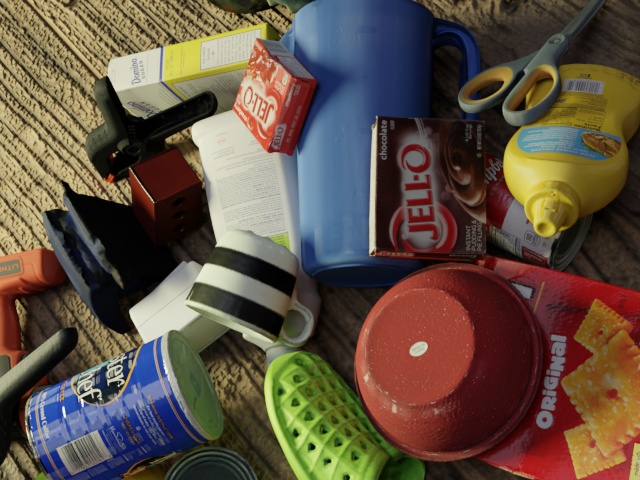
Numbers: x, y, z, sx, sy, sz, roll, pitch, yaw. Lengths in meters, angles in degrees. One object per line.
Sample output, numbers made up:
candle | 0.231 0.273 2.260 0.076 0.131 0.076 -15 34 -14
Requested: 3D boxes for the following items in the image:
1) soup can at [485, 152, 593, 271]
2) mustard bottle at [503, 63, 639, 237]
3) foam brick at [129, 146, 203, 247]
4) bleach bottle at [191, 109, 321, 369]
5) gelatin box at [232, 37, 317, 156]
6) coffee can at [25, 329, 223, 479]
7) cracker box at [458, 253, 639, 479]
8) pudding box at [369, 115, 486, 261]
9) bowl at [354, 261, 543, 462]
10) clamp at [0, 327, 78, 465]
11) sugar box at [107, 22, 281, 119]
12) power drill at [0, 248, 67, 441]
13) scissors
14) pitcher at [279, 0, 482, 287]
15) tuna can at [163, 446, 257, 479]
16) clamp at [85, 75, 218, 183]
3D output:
soup can | 0.168 -0.023 0.900 0.102 0.068 0.068 29 86 28
mustard bottle | 0.199 -0.069 0.854 0.096 0.058 0.191 9 43 19
foam brick | -0.149 -0.041 1.032 0.053 0.078 0.051 -28 63 -21
bleach bottle | -0.057 0.001 0.995 0.103 0.068 0.251 -15 70 18
gelatin box | -0.042 -0.127 0.939 0.089 0.030 0.073 54 131 49
coffee can | -0.170 0.153 0.935 0.140 0.102 0.103 -25 65 7
cracker box | 0.204 0.114 0.837 0.214 0.072 0.164 15 80 28
pudding box | 0.086 -0.041 0.862 0.090 0.039 0.113 2 78 -7
bowl | 0.087 0.088 0.830 0.162 0.055 0.162 -11 68 27
clamp | -0.314 0.153 1.010 0.165 0.036 0.210 9 83 29
sugar box | -0.112 -0.160 1.054 0.176 0.093 0.048 -6 70 22
power drill | -0.291 0.106 1.065 0.185 0.057 0.187 -10 69 21
scissors | 0.184 -0.162 0.922 0.096 0.016 0.201 0 41 31
pitcher | 0.049 -0.086 0.944 0.149 0.144 0.243 -20 66 54
tuna can | -0.096 0.227 0.936 0.086 0.034 0.086 1 63 -2
clamp | -0.192 -0.109 1.049 0.172 0.120 0.039 -36 49 43
